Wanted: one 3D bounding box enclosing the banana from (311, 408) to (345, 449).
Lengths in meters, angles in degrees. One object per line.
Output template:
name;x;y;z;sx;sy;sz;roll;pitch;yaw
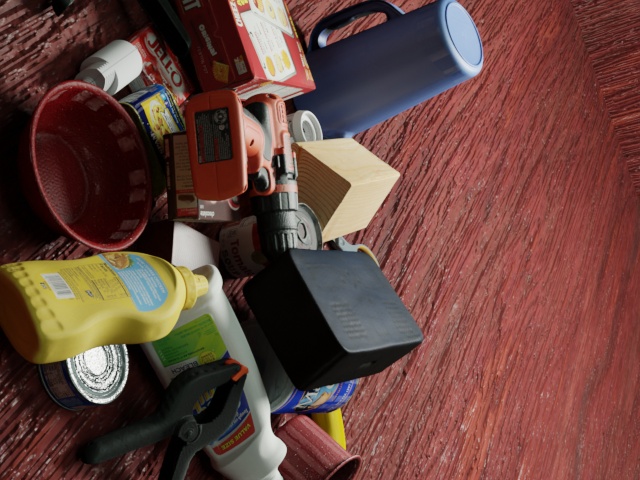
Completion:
banana;0.004;0.197;1.285;0.069;0.037;0.198;75;4;-76

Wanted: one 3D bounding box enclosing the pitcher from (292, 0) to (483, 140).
pitcher;0.086;-0.238;1.423;0.149;0.243;0.145;53;37;-24

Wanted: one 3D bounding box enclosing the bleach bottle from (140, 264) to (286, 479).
bleach bottle;-0.095;0.154;1.077;0.068;0.102;0.251;-101;165;-68

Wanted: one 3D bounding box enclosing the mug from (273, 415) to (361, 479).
mug;-0.023;0.255;1.168;0.117;0.082;0.093;-49;157;-5

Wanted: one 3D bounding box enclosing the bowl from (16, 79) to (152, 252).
bowl;-0.227;-0.063;0.985;0.161;0.055;0.162;33;51;-52

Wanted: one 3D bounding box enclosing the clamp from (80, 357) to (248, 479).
clamp;-0.139;0.172;0.990;0.171;0.039;0.120;-55;134;-12

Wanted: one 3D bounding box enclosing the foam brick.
foam brick;-0.147;0.018;1.095;0.078;0.051;0.053;34;51;-51

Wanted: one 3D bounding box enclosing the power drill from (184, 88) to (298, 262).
power drill;-0.072;-0.069;1.075;0.187;0.057;0.184;12;69;-75

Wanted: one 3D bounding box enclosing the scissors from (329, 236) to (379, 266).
scissors;0.027;0.023;1.439;0.201;0.016;0.096;34;50;-51

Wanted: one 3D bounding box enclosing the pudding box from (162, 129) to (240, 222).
pudding box;-0.118;-0.063;1.084;0.113;0.039;0.090;-2;87;-70

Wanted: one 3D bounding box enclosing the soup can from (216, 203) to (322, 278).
soup can;-0.058;0.001;1.207;0.068;0.102;0.068;33;51;-52

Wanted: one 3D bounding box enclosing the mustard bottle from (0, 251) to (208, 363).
mustard bottle;-0.180;0.051;0.932;0.191;0.058;0.096;-8;41;-41

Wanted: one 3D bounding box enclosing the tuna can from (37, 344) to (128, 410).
tuna can;-0.212;0.108;0.959;0.086;0.034;0.086;33;50;-52

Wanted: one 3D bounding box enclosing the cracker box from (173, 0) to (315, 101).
cracker box;-0.092;-0.247;1.245;0.164;0.072;0.213;71;19;1

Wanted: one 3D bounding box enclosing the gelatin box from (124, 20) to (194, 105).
gelatin box;-0.179;-0.182;1.147;0.089;0.030;0.073;64;31;-22

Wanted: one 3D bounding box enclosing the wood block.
wood block;0.014;-0.065;1.318;0.090;0.091;0.205;37;18;12

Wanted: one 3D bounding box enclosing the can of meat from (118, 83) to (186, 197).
can of meat;-0.177;-0.103;1.090;0.102;0.058;0.083;68;27;-16

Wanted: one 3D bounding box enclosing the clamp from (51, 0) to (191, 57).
clamp;-0.219;-0.296;1.107;0.164;0.036;0.210;4;66;-49

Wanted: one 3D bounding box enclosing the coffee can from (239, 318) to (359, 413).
coffee can;-0.033;0.142;1.189;0.140;0.103;0.103;14;66;-58
